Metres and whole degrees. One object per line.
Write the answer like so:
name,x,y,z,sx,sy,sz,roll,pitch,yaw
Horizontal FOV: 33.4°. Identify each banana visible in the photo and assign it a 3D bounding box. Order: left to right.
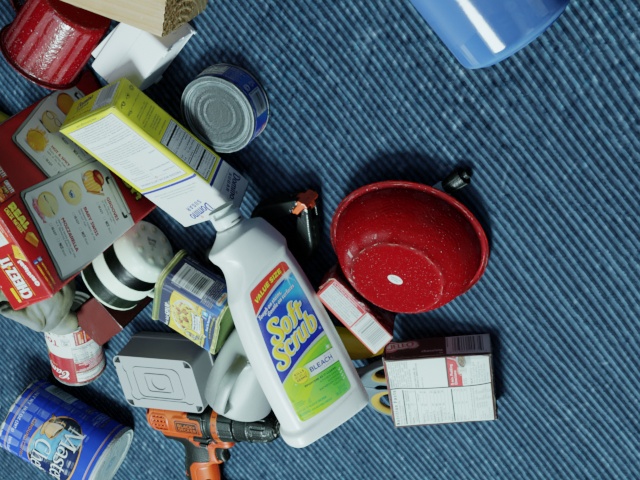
banana,-0.023,0.089,1.144,0.197,0.037,0.070,29,131,-15

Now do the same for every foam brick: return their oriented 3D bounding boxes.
foam brick,-0.241,0.076,1.245,0.053,0.078,0.051,-33,100,37

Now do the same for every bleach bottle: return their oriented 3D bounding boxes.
bleach bottle,-0.048,0.079,1.085,0.251,0.102,0.068,62,166,-13

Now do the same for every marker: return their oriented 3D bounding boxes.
marker,0.101,-0.037,1.045,0.020,0.020,0.121,48,128,-8

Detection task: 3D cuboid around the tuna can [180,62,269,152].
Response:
tuna can,-0.097,-0.132,1.073,0.086,0.033,0.086,12,124,19

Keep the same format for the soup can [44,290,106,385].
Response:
soup can,-0.298,0.119,1.295,0.068,0.068,0.102,18,136,15

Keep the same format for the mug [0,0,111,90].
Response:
mug,-0.270,-0.222,1.074,0.082,0.093,0.117,-45,76,33

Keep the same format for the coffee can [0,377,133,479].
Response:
coffee can,-0.329,0.256,1.384,0.140,0.102,0.103,28,128,8

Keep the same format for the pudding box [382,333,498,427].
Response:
pudding box,0.126,0.147,1.116,0.113,0.039,0.090,-4,119,10

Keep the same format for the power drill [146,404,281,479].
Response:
power drill,-0.116,0.275,1.322,0.185,0.057,0.187,4,118,28

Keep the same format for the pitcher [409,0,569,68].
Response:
pitcher,0.100,-0.267,0.844,0.149,0.144,0.242,-22,112,48

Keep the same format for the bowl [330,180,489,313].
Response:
bowl,0.081,0.020,1.047,0.162,0.055,0.162,11,134,12

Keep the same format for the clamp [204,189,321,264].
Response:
clamp,-0.057,0.001,1.135,0.120,0.039,0.172,27,130,3

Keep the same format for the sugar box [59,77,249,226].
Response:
sugar box,-0.166,-0.086,1.085,0.094,0.048,0.176,-14,139,44

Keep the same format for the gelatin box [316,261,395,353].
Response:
gelatin box,0.038,0.067,1.105,0.030,0.073,0.089,-44,95,12

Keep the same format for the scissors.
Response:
scissors,0.025,0.160,1.169,0.202,0.016,0.096,-3,130,7

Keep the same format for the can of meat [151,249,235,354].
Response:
can of meat,-0.136,0.070,1.188,0.084,0.057,0.102,31,146,9

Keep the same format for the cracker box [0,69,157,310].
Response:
cracker box,-0.274,-0.056,1.094,0.072,0.213,0.164,-19,110,35
